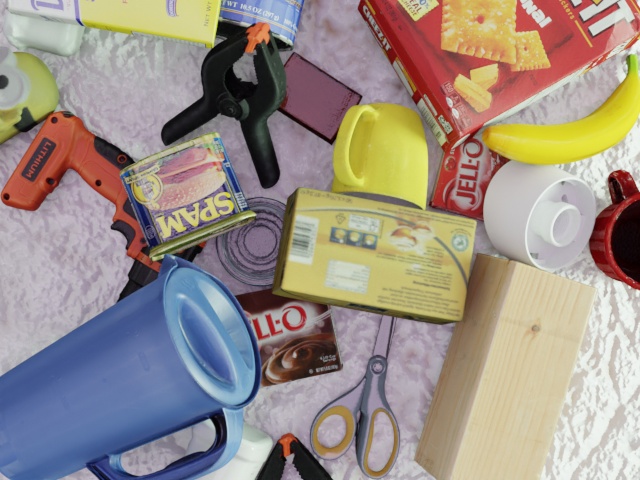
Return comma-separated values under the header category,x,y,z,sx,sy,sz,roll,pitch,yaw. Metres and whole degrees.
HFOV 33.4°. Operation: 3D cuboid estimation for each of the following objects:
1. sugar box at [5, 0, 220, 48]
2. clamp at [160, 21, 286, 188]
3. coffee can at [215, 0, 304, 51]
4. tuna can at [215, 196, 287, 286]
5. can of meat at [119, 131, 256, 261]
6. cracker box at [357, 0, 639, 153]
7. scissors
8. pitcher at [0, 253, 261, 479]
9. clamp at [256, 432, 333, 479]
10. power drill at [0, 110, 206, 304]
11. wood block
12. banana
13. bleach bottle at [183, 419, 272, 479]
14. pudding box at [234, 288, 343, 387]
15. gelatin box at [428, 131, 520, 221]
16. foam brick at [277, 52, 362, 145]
category,x,y,z,sx,sy,sz,roll,pitch,yaw
sugar box,-0.171,-0.224,0.902,0.176,0.048,0.093,8,93,-8
clamp,-0.086,-0.128,0.974,0.120,0.039,0.172,13,132,2
coffee can,-0.058,-0.256,0.982,0.103,0.103,0.140,13,90,0
tuna can,-0.057,0.001,1.016,0.086,0.034,0.086,0,90,0
can of meat,-0.120,-0.040,0.955,0.102,0.057,0.084,-22,86,-7
cracker box,0.167,-0.206,0.982,0.213,0.072,0.164,-30,86,-7
scissors,0.035,0.129,1.025,0.096,0.016,0.202,-2,90,0
pitcher,-0.179,0.136,0.936,0.243,0.149,0.145,-28,117,22
clamp,-0.010,0.290,1.014,0.164,0.036,0.210,0,90,0
power drill,-0.200,-0.021,1.005,0.187,0.057,0.184,31,86,-3
wood block,0.168,0.126,0.980,0.090,0.090,0.206,18,90,-14
banana,0.237,-0.107,0.993,0.197,0.037,0.069,-28,80,-25
bleach bottle,-0.128,0.285,0.980,0.068,0.102,0.251,25,89,12
pudding box,-0.042,0.089,1.013,0.113,0.039,0.090,-12,89,-1
gelatin box,0.150,-0.065,1.018,0.073,0.030,0.089,15,89,0
foam brick,-0.007,-0.132,1.007,0.078,0.053,0.051,33,90,1
